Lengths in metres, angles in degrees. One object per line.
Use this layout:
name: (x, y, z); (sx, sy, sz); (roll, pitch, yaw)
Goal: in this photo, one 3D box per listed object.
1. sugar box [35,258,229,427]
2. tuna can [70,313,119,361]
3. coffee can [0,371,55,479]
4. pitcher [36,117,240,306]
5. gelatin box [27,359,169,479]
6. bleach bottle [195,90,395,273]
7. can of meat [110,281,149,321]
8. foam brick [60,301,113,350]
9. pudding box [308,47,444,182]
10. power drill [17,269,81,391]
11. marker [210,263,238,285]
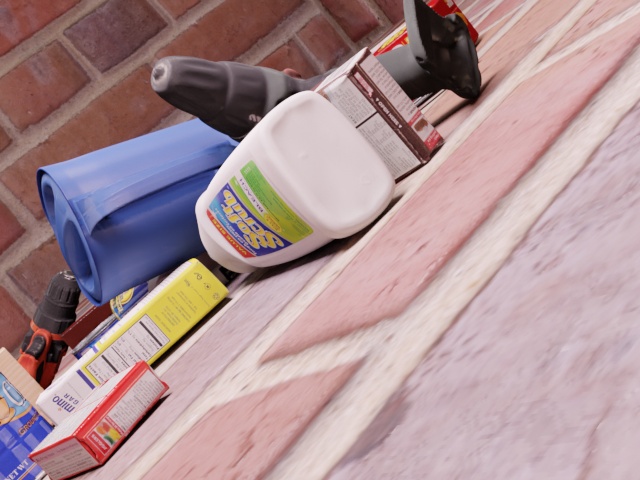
sugar box: (-0.159, 0.089, 0.905); (0.176, 0.048, 0.093); (-45, 6, -11)
tuna can: (-0.233, 0.108, 1.184); (0.086, 0.033, 0.086); (-40, 8, 7)
coffee can: (-0.284, 0.145, 0.839); (0.103, 0.140, 0.103); (-40, 8, 6)
pitcher: (-0.124, -0.048, 0.977); (0.242, 0.145, 0.149); (-25, 39, -22)
gelatin box: (-0.151, 0.125, 0.728); (0.089, 0.030, 0.073); (-31, 14, 50)
bleach bottle: (-0.037, -0.021, 0.808); (0.068, 0.102, 0.251); (-40, 0, -25)
can of meat: (-0.179, 0.040, 1.144); (0.084, 0.057, 0.102); (-41, 31, 20)
foam brick: (-0.259, 0.105, 1.253); (0.078, 0.053, 0.051); (-42, 8, -8)
pudding box: (0.021, -0.075, 0.791); (0.114, 0.090, 0.039); (-31, 15, 47)
power drill: (-0.346, 0.140, 1.265); (0.187, 0.057, 0.184); (-62, -6, -69)
marker: (-0.056, 0.001, 0.992); (0.121, 0.020, 0.020); (-40, 8, 1)
